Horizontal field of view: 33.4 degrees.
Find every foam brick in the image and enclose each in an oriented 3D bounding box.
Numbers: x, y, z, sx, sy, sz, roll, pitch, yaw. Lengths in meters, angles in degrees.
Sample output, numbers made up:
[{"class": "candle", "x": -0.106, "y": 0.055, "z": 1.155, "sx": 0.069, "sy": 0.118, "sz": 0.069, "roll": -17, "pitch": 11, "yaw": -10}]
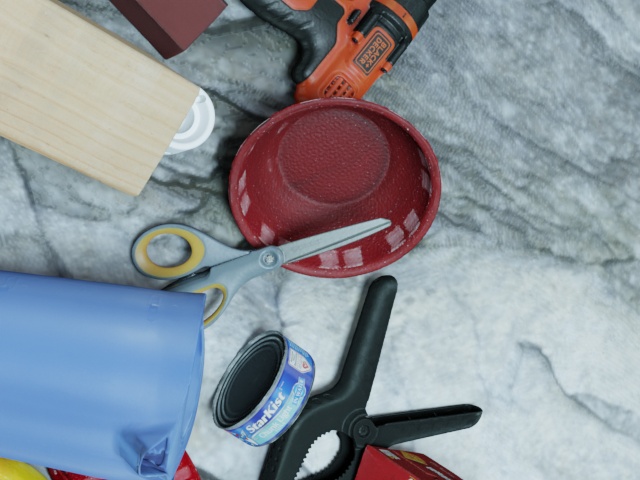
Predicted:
[{"class": "foam brick", "x": -0.117, "y": -0.181, "z": 0.784, "sx": 0.078, "sy": 0.053, "sz": 0.051, "roll": 46, "pitch": 75, "yaw": -20}]

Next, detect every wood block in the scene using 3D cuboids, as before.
[{"class": "wood block", "x": -0.194, "y": -0.117, "z": 0.691, "sx": 0.205, "sy": 0.091, "sz": 0.090, "roll": 26, "pitch": 98, "yaw": -42}]

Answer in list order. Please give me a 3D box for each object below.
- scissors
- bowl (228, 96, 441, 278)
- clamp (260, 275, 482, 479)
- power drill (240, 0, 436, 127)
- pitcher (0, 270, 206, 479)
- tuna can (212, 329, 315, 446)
[{"class": "scissors", "x": -0.055, "y": 0.001, "z": 0.810, "sx": 0.202, "sy": 0.016, "sz": 0.096, "roll": -32, "pitch": 95, "yaw": 1}, {"class": "bowl", "x": 0.011, "y": -0.050, "z": 0.824, "sx": 0.162, "sy": 0.055, "sz": 0.162, "roll": 0, "pitch": 125, "yaw": 0}, {"class": "clamp", "x": 0.036, "y": 0.155, "z": 0.882, "sx": 0.210, "sy": 0.036, "sz": 0.164, "roll": -48, "pitch": 113, "yaw": -14}, {"class": "power drill", "x": 0.001, "y": -0.210, "z": 0.833, "sx": 0.187, "sy": 0.057, "sz": 0.184, "roll": 42, "pitch": 77, "yaw": -21}, {"class": "pitcher", "x": -0.198, "y": 0.076, "z": 0.704, "sx": 0.242, "sy": 0.149, "sz": 0.145, "roll": 11, "pitch": 72, "yaw": -5}, {"class": "tuna can", "x": -0.043, "y": 0.114, "z": 0.816, "sx": 0.033, "sy": 0.086, "sz": 0.086, "roll": 37, "pitch": 78, "yaw": -24}]
